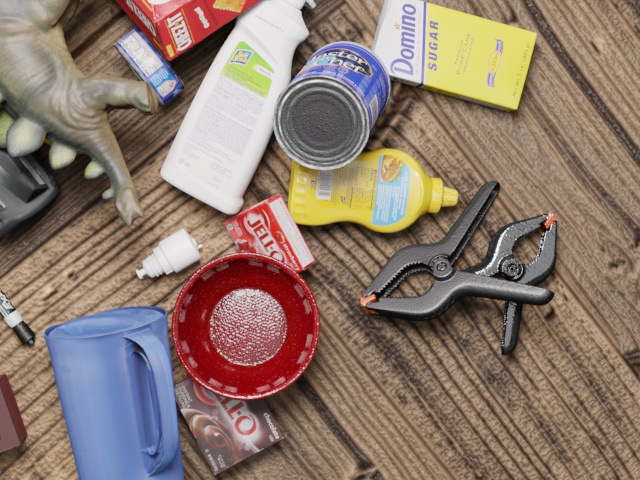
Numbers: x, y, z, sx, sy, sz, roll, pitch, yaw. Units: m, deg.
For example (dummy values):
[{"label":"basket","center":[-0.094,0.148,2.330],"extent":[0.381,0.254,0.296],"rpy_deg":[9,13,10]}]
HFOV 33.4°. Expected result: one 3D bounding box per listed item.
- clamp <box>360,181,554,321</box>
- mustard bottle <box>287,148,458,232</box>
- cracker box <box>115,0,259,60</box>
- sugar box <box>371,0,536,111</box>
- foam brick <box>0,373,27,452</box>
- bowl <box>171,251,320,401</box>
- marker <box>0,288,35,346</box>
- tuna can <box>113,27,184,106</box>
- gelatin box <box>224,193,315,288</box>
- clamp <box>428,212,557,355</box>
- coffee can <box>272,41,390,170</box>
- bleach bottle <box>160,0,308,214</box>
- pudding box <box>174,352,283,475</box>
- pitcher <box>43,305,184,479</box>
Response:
[{"label":"clamp","center":[0.149,0.042,1.212],"extent":[0.210,0.036,0.165],"rpy_deg":[-29,60,1]},{"label":"mustard bottle","center":[0.062,-0.058,1.215],"extent":[0.191,0.058,0.096],"rpy_deg":[6,94,-5]},{"label":"cracker box","center":[-0.122,-0.313,1.126],"extent":[0.213,0.072,0.164],"rpy_deg":[-35,62,-11]},{"label":"sugar box","center":[0.149,-0.215,1.222],"extent":[0.176,0.048,0.093],"rpy_deg":[14,92,-7]},{"label":"foam brick","center":[-0.367,0.195,1.191],"extent":[0.053,0.051,0.078],"rpy_deg":[-20,94,-5]},{"label":"bowl","center":[-0.081,0.095,1.180],"extent":[0.162,0.055,0.162],"rpy_deg":[0,84,-1]},{"label":"marker","center":[-0.361,0.068,1.202],"extent":[0.020,0.020,0.121],"rpy_deg":[-36,95,-3]},{"label":"tuna can","center":[-0.188,-0.191,1.172],"extent":[0.033,0.086,0.086],"rpy_deg":[-39,96,-4]},{"label":"gelatin box","center":[-0.058,0.001,1.202],"extent":[0.073,0.030,0.089],"rpy_deg":[-24,97,39]},{"label":"clamp","center":[0.224,0.045,1.244],"extent":[0.171,0.039,0.120],"rpy_deg":[-43,91,0]},{"label":"coffee can","center":[0.015,-0.147,1.150],"extent":[0.103,0.140,0.103],"rpy_deg":[5,115,11]},{"label":"bleach bottle","center":[-0.078,-0.160,1.169],"extent":[0.102,0.068,0.251],"rpy_deg":[28,102,-5]},{"label":"pudding box","center":[-0.107,0.196,1.222],"extent":[0.090,0.039,0.113],"rpy_deg":[-27,95,-3]},{"label":"pitcher","center":[-0.210,0.199,1.159],"extent":[0.145,0.149,0.243],"rpy_deg":[-7,99,5]}]
